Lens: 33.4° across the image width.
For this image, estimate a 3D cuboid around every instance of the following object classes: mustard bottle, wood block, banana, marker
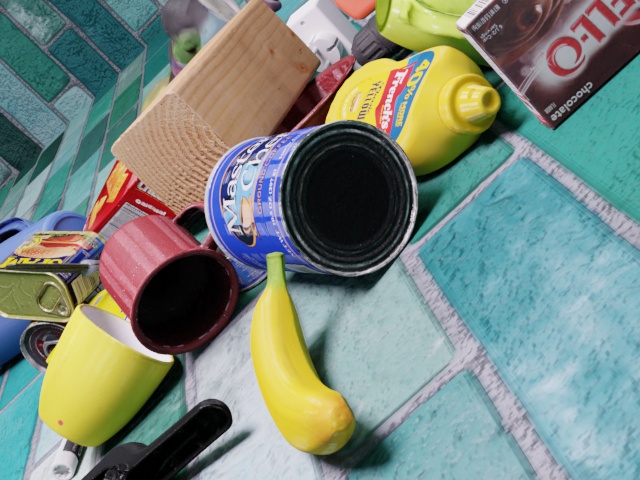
[{"bbox_3d":[0.071,-0.094,0.782,0.192,0.058,0.096,5,67,65],"label":"mustard bottle"},{"bbox_3d":[-0.087,-0.122,0.943,0.091,0.090,0.205,-36,16,35],"label":"wood block"},{"bbox_3d":[-0.016,0.077,0.618,0.037,0.069,0.198,-10,26,-10],"label":"banana"},{"bbox_3d":[-0.205,0.157,0.908,0.020,0.020,0.121,-38,20,21],"label":"marker"}]

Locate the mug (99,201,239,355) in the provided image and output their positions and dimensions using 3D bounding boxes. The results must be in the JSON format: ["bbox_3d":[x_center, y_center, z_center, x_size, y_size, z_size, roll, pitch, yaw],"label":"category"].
[{"bbox_3d":[-0.118,0.021,0.845,0.082,0.093,0.117,39,100,46],"label":"mug"}]

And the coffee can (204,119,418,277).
[{"bbox_3d":[-0.011,-0.027,0.752,0.102,0.102,0.140,-51,20,-17],"label":"coffee can"}]

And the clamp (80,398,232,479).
[{"bbox_3d":[-0.119,0.157,0.699,0.120,0.039,0.172,-53,20,-25],"label":"clamp"}]

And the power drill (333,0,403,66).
[{"bbox_3d":[0.073,-0.223,0.935,0.185,0.057,0.187,-42,-10,21],"label":"power drill"}]

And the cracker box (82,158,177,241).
[{"bbox_3d":[-0.177,-0.080,1.164,0.214,0.072,0.164,-36,29,55],"label":"cracker box"}]

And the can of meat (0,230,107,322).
[{"bbox_3d":[-0.267,0.033,1.059,0.102,0.057,0.083,1,31,25],"label":"can of meat"}]

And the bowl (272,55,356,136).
[{"bbox_3d":[-0.013,-0.088,0.939,0.162,0.055,0.162,-41,14,12],"label":"bowl"}]

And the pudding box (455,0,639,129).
[{"bbox_3d":[0.154,-0.141,0.661,0.113,0.090,0.039,-42,17,11],"label":"pudding box"}]

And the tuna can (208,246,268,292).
[{"bbox_3d":[-0.056,0.001,0.894,0.086,0.033,0.086,-40,20,17],"label":"tuna can"}]

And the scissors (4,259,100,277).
[{"bbox_3d":[-0.193,0.021,0.994,0.096,0.016,0.201,-19,-13,18],"label":"scissors"}]

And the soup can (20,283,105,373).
[{"bbox_3d":[-0.258,0.082,1.098,0.069,0.068,0.102,-35,21,27],"label":"soup can"}]

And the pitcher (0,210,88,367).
[{"bbox_3d":[-0.360,0.052,1.271,0.243,0.149,0.144,-30,10,30],"label":"pitcher"}]
